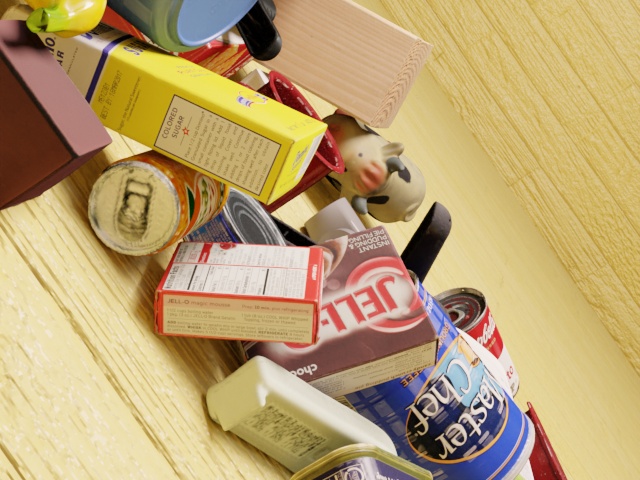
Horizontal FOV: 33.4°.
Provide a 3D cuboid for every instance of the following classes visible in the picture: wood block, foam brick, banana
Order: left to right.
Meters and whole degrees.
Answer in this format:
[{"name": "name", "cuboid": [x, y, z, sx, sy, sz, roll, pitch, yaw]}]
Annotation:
[{"name": "banana", "cuboid": [-0.168, -0.155, 0.568, 0.198, 0.037, 0.069, 39, 10, 33]}, {"name": "foam brick", "cuboid": [-0.150, -0.062, 0.520, 0.078, 0.051, 0.053, 55, 14, -4]}, {"name": "wood block", "cuboid": [-0.011, -0.193, 0.995, 0.206, 0.091, 0.090, 31, 12, 11]}]

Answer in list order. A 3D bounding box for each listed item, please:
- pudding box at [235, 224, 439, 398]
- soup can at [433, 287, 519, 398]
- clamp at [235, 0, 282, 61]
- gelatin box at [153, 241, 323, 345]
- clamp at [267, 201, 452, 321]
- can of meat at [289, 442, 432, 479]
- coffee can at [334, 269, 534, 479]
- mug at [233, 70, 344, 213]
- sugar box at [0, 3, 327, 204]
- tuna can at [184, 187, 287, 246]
[{"name": "pudding box", "cuboid": [0.004, 0.048, 0.645, 0.039, 0.113, 0.090, 81, -12, -52]}, {"name": "soup can", "cuboid": [0.137, 0.103, 0.985, 0.068, 0.068, 0.102, -98, 163, -59]}, {"name": "clamp", "cuboid": [-0.072, -0.199, 0.799, 0.120, 0.039, 0.171, 57, 7, -20]}, {"name": "gelatin box", "cuboid": [-0.044, 0.029, 0.598, 0.073, 0.089, 0.030, -85, 177, -68]}, {"name": "clamp", "cuboid": [0.051, 0.040, 0.794, 0.210, 0.165, 0.036, 54, 46, -38]}, {"name": "can of meat", "cuboid": [0.036, 0.170, 0.592, 0.102, 0.057, 0.084, 36, 27, -50]}, {"name": "coffee can", "cuboid": [0.065, 0.105, 0.728, 0.140, 0.103, 0.102, 51, 16, -15]}, {"name": "mug", "cuboid": [-0.048, -0.073, 0.799, 0.117, 0.081, 0.093, 40, 21, -45]}, {"name": "sugar box", "cuboid": [-0.090, -0.082, 0.610, 0.176, 0.048, 0.093, 28, 14, 5]}, {"name": "tuna can", "cuboid": [-0.055, 0.001, 0.714, 0.086, 0.034, 0.086, 50, 16, -20]}]
